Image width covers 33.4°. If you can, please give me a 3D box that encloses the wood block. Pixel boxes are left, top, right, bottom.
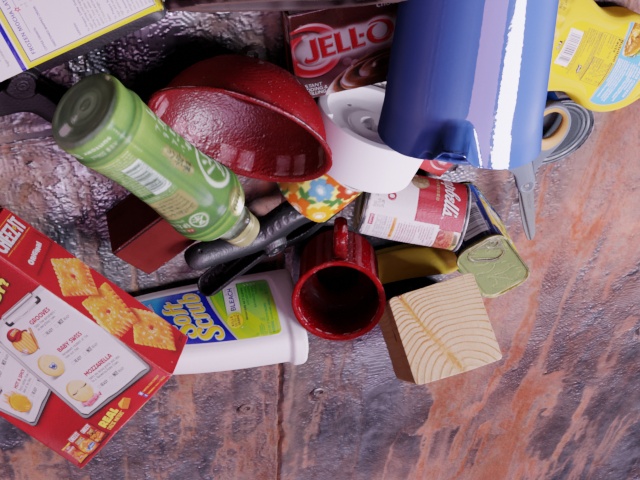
[{"bbox_3d":[0.118,0.096,1.131,0.090,0.091,0.206,-18,175,-2],"label":"wood block"}]

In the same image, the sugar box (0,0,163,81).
[{"bbox_3d":[-0.210,-0.176,0.763,0.176,0.048,0.093,-23,121,0],"label":"sugar box"}]

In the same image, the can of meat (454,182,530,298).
[{"bbox_3d":[0.167,-0.002,1.117,0.057,0.084,0.102,-30,140,14],"label":"can of meat"}]

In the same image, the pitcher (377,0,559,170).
[{"bbox_3d":[0.122,-0.189,0.822,0.144,0.149,0.243,-13,123,-30],"label":"pitcher"}]

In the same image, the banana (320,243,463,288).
[{"bbox_3d":[0.075,0.035,1.161,0.197,0.037,0.070,-9,140,-12],"label":"banana"}]

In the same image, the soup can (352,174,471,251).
[{"bbox_3d":[0.088,-0.032,1.044,0.102,0.068,0.069,11,135,-6],"label":"soup can"}]

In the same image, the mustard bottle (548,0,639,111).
[{"bbox_3d":[0.253,-0.169,0.973,0.191,0.058,0.096,12,112,-33],"label":"mustard bottle"}]

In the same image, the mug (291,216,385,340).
[{"bbox_3d":[0.018,0.031,1.077,0.093,0.081,0.117,-1,119,2],"label":"mug"}]

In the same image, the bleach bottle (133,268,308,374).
[{"bbox_3d":[-0.145,0.098,1.095,0.250,0.102,0.068,-10,151,-9],"label":"bleach bottle"}]

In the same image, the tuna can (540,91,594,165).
[{"bbox_3d":[0.222,-0.115,1.046,0.086,0.034,0.086,-11,141,-10],"label":"tuna can"}]

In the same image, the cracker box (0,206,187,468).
[{"bbox_3d":[-0.259,0.094,1.003,0.213,0.072,0.164,37,119,-12],"label":"cracker box"}]

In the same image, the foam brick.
[{"bbox_3d":[-0.153,-0.016,0.997,0.078,0.053,0.051,-34,139,20],"label":"foam brick"}]

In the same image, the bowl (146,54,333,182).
[{"bbox_3d":[-0.061,-0.108,0.891,0.162,0.055,0.162,15,161,5],"label":"bowl"}]

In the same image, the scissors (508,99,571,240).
[{"bbox_3d":[0.217,-0.071,1.054,0.096,0.016,0.201,-29,140,12],"label":"scissors"}]

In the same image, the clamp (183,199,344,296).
[{"bbox_3d":[-0.057,0.001,1.051,0.171,0.039,0.120,-24,170,-16],"label":"clamp"}]

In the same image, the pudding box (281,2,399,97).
[{"bbox_3d":[0.026,-0.172,0.896,0.113,0.039,0.090,-15,140,-6],"label":"pudding box"}]

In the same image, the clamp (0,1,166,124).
[{"bbox_3d":[-0.227,-0.139,0.835,0.209,0.036,0.165,7,133,-28],"label":"clamp"}]
